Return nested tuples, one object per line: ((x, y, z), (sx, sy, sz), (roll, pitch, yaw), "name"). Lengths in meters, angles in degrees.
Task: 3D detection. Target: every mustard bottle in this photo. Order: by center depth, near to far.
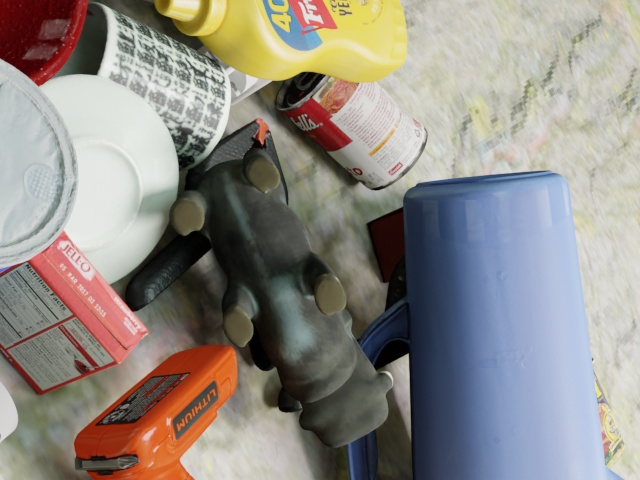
((-0.028, -0.152, 0.696), (0.191, 0.058, 0.096), (-8, 77, -45), "mustard bottle")

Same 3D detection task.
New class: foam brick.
((0.085, -0.001, 0.843), (0.078, 0.053, 0.051), (-8, 79, -45), "foam brick")

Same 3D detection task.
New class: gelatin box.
((-0.145, 0.040, 0.575), (0.073, 0.089, 0.030), (52, 45, -14), "gelatin box")

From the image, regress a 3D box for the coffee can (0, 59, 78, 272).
((-0.196, -0.018, 0.512), (0.102, 0.141, 0.103), (19, 60, -38), "coffee can")

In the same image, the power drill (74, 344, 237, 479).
((-0.050, 0.159, 0.623), (0.184, 0.057, 0.187), (-40, 111, -51), "power drill")

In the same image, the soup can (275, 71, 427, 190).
((0.025, -0.094, 0.814), (0.102, 0.069, 0.068), (40, 49, -25), "soup can")

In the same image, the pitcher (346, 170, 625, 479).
((0.107, 0.080, 0.705), (0.148, 0.145, 0.243), (-9, 95, -41), "pitcher")

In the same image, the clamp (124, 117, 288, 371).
((-0.055, 0.001, 0.718), (0.120, 0.039, 0.171), (41, 55, -33), "clamp")
